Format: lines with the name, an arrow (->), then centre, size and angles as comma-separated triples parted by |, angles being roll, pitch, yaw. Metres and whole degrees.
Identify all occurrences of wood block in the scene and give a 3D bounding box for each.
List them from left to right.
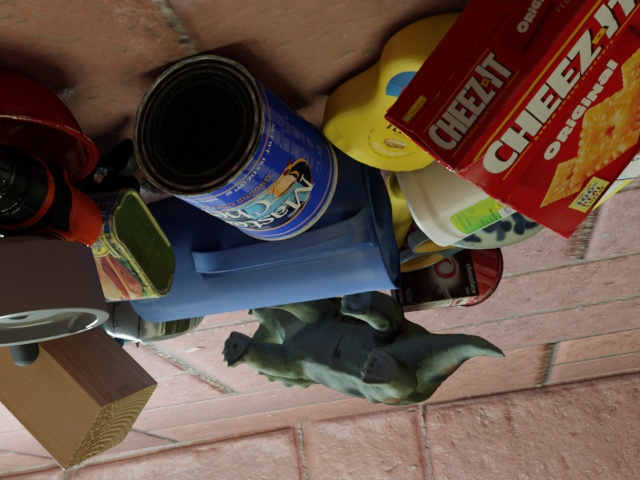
wood block -> -0.274, 0.115, 1.063 | 0.091, 0.206, 0.090 | -57, 161, 24

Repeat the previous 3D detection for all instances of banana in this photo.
banana -> 0.078, -0.030, 1.040 | 0.037, 0.069, 0.198 | 3, 150, -6

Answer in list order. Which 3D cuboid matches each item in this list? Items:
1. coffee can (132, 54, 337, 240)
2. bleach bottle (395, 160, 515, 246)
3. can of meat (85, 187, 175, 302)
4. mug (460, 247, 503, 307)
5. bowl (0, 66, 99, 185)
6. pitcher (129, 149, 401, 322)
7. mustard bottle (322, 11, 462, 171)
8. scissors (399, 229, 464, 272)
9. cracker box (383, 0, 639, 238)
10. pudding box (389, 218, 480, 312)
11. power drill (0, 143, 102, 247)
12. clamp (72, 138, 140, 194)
coffee can -> -0.059, -0.065, 0.792 | 0.103, 0.103, 0.140 | -14, 163, 19
bleach bottle -> 0.193, -0.078, 0.873 | 0.251, 0.068, 0.102 | -25, 159, 14
can of meat -> -0.175, 0.006, 0.864 | 0.084, 0.057, 0.102 | -6, 136, 22
mug -> 0.158, 0.016, 1.225 | 0.081, 0.093, 0.117 | 18, 118, -48
bowl -> -0.238, -0.078, 0.743 | 0.162, 0.055, 0.162 | -8, 164, -2
pitcher -> -0.056, 0.001, 0.947 | 0.243, 0.145, 0.149 | -12, 143, 11
mustard bottle -> 0.083, -0.113, 0.770 | 0.096, 0.058, 0.192 | 20, 153, -20
scissors -> 0.150, 0.004, 1.080 | 0.201, 0.016, 0.096 | -1, 153, -44
cracker box -> 0.157, -0.099, 0.695 | 0.164, 0.072, 0.213 | -53, 150, 11
pudding box -> 0.113, 0.017, 1.138 | 0.090, 0.113, 0.039 | -8, 164, -6
power drill -> -0.265, -0.015, 0.736 | 0.188, 0.057, 0.184 | -11, 163, 10
clamp -> -0.205, -0.051, 0.885 | 0.120, 0.039, 0.171 | 8, 164, -5
